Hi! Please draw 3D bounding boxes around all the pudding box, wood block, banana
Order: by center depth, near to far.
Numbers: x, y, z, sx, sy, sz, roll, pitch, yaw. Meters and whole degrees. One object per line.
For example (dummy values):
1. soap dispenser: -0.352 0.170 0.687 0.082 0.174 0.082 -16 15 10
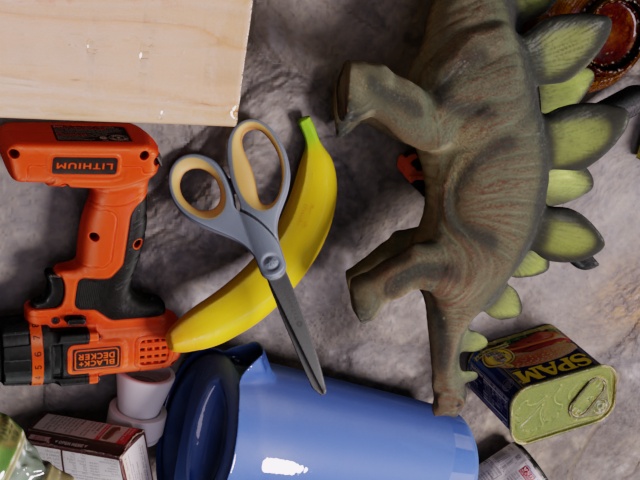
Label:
1. wood block: -0.158 -0.128 0.664 0.205 0.091 0.090 0 113 -22
2. banana: -0.039 0.008 0.784 0.069 0.037 0.197 34 77 -18
3. pudding box: -0.171 0.190 0.802 0.090 0.039 0.113 5 119 19

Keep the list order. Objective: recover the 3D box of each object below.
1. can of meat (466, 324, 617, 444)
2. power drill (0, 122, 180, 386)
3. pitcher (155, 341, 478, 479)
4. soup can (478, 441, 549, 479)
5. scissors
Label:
1. can of meat: 0.187 0.121 0.916 0.102 0.084 0.057 -14 116 -16
2. power drill: -0.184 0.014 0.737 0.184 0.057 0.188 -4 116 -22
3. pitcher: -0.002 0.177 0.845 0.242 0.149 0.145 15 64 -30
4. soup can: 0.153 0.237 0.964 0.102 0.069 0.068 -33 120 -7
5. scissors: -0.054 0.012 0.746 0.096 0.016 0.202 -7 77 2
